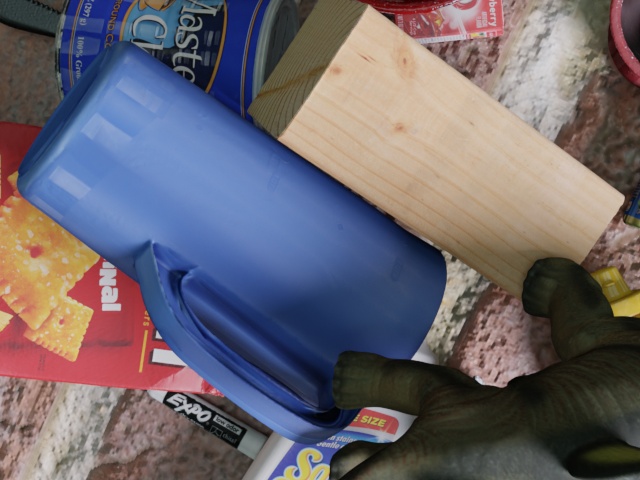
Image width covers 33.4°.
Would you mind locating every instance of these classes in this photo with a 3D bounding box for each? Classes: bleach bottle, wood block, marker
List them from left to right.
[{"bbox_3d":[-0.093,0.119,0.767,0.121,0.020,0.020,29,95,8],"label":"marker"},{"bbox_3d":[0.002,0.149,0.731,0.102,0.068,0.251,27,93,8],"label":"bleach bottle"},{"bbox_3d":[0.070,-0.052,0.655,0.206,0.091,0.090,32,96,-22],"label":"wood block"}]

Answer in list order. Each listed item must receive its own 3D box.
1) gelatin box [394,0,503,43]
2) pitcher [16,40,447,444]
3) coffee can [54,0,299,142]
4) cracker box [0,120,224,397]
[{"bbox_3d":[0.085,-0.181,0.726,0.073,0.030,0.089,-4,90,10],"label":"gelatin box"},{"bbox_3d":[-0.054,0.001,0.630,0.242,0.149,0.145,36,86,-19],"label":"pitcher"},{"bbox_3d":[-0.093,-0.122,0.722,0.140,0.102,0.103,8,92,10],"label":"coffee can"},{"bbox_3d":[-0.159,0.011,0.709,0.213,0.072,0.164,8,93,-17],"label":"cracker box"}]
